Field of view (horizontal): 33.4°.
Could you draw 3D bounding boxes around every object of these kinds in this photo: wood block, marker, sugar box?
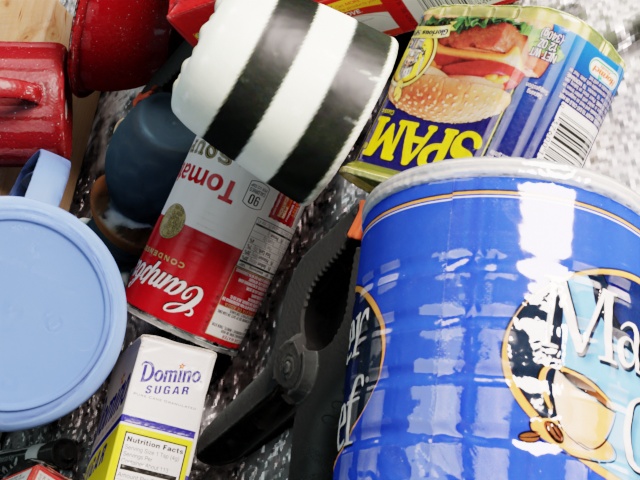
[{"bbox_3d":[-0.238,-0.068,0.794,0.090,0.090,0.206,2,68,21],"label":"wood block"},{"bbox_3d":[-0.193,0.143,0.694,0.121,0.020,0.020,-19,55,45],"label":"marker"},{"bbox_3d":[-0.099,0.141,0.529,0.093,0.048,0.176,141,140,-65],"label":"sugar box"}]

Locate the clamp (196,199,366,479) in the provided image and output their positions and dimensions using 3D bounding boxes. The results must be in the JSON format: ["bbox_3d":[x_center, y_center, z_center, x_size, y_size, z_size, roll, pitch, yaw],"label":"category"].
[{"bbox_3d":[-0.007,0.060,0.479,0.120,0.039,0.171,26,98,51],"label":"clamp"}]

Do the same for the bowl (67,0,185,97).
[{"bbox_3d":[-0.111,-0.163,0.706,0.162,0.055,0.162,-171,101,-89],"label":"bowl"}]

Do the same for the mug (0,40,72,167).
[{"bbox_3d":[-0.204,-0.090,0.684,0.117,0.081,0.093,151,118,-81],"label":"mug"}]

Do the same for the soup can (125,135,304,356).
[{"bbox_3d":[-0.054,0.001,0.558,0.069,0.068,0.102,22,86,55],"label":"soup can"}]

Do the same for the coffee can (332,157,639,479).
[{"bbox_3d":[0.057,0.057,0.350,0.103,0.102,0.140,-18,56,46],"label":"coffee can"}]

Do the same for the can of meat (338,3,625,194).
[{"bbox_3d":[0.067,-0.048,0.443,0.102,0.057,0.084,21,84,55],"label":"can of meat"}]

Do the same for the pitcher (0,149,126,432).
[{"bbox_3d":[-0.179,0.033,0.589,0.149,0.144,0.243,68,158,-3],"label":"pitcher"}]
